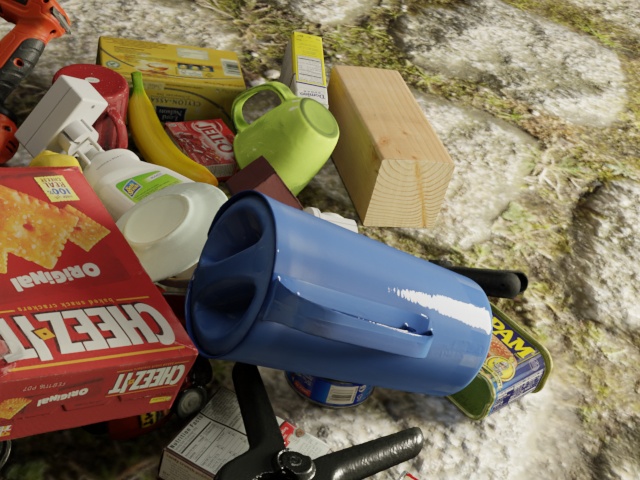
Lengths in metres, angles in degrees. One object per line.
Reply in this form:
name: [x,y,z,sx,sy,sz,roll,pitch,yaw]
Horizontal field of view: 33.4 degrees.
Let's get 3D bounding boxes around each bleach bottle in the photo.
bleach bottle: [-0.148,-0.028,1.064,0.251,0.068,0.102,35,46,28]

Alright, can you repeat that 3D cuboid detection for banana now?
banana: [-0.167,-0.099,1.151,0.037,0.070,0.198,-23,55,-23]

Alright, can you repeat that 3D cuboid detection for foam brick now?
foam brick: [-0.059,-0.046,1.099,0.051,0.053,0.078,-38,23,0]

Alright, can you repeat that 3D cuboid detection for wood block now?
wood block: [0.072,-0.113,1.245,0.090,0.091,0.206,2,37,-20]

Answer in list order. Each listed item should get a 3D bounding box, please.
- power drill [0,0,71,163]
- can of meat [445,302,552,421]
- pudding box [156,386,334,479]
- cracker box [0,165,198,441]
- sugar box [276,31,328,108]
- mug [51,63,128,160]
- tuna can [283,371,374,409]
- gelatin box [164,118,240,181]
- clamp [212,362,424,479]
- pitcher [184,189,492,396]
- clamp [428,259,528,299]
power drill: [-0.365,-0.188,1.124,0.184,0.057,0.187,24,79,14]
can of meat: [0.148,0.112,0.994,0.083,0.057,0.102,-20,48,-37]
pudding box: [-0.058,0.175,0.841,0.113,0.039,0.089,25,37,16]
cracker box: [-0.212,0.035,0.779,0.163,0.072,0.214,-4,45,-43]
sugar box: [-0.023,-0.170,1.286,0.048,0.093,0.176,8,36,-12]
mug: [-0.246,-0.132,1.154,0.093,0.082,0.117,-17,46,-38]
tuna can: [0.012,0.109,0.962,0.086,0.034,0.086,11,35,-8]
gelatin box: [-0.128,-0.103,1.204,0.073,0.030,0.089,-8,42,-32]
clamp: [-0.030,0.168,0.792,0.165,0.036,0.209,25,34,15]
pitcher: [0.026,0.057,0.866,0.242,0.145,0.149,17,49,-31]
clamp: [0.128,0.038,1.074,0.172,0.039,0.120,7,-4,24]
